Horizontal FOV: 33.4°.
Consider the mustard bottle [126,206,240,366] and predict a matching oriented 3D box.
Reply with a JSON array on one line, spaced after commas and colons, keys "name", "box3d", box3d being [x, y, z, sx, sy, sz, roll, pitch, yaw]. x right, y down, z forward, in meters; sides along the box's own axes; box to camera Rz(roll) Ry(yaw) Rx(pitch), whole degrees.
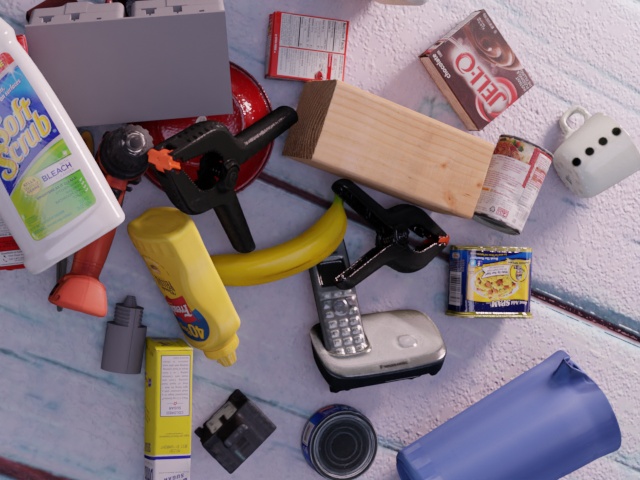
[{"name": "mustard bottle", "box3d": [-0.133, 0.058, 1.134, 0.058, 0.096, 0.191, -40, 123, -26]}]

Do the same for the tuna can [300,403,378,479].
[{"name": "tuna can", "box3d": [0.023, 0.233, 1.228, 0.086, 0.034, 0.086, -1, 94, -16]}]

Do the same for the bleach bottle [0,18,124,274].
[{"name": "bleach bottle", "box3d": [-0.276, -0.101, 0.933, 0.102, 0.068, 0.251, -33, 100, -11]}]

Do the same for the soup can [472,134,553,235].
[{"name": "soup can", "box3d": [0.222, -0.064, 1.250, 0.068, 0.069, 0.102, 24, 87, -16]}]

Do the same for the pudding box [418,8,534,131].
[{"name": "pudding box", "box3d": [0.182, -0.197, 1.245, 0.090, 0.039, 0.113, -40, 103, -10]}]

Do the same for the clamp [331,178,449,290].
[{"name": "clamp", "box3d": [0.075, 0.006, 1.198, 0.171, 0.039, 0.120, 14, 83, -35]}]

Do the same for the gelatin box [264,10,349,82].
[{"name": "gelatin box", "box3d": [-0.015, -0.213, 1.191, 0.089, 0.030, 0.073, 4, 91, -17]}]

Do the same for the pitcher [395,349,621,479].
[{"name": "pitcher", "box3d": [0.217, 0.247, 1.247, 0.242, 0.145, 0.149, -27, 89, -9]}]

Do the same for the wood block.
[{"name": "wood block", "box3d": [0.075, -0.100, 1.180, 0.205, 0.091, 0.090, 19, 89, -23]}]

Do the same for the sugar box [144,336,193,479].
[{"name": "sugar box", "box3d": [-0.165, 0.196, 1.140, 0.048, 0.093, 0.176, 3, 92, -16]}]

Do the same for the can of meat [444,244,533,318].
[{"name": "can of meat", "box3d": [0.199, 0.048, 1.257, 0.102, 0.057, 0.084, 2, 91, -17]}]

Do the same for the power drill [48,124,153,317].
[{"name": "power drill", "box3d": [-0.213, -0.019, 1.056, 0.057, 0.185, 0.187, 19, 82, -13]}]

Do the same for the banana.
[{"name": "banana", "box3d": [-0.046, 0.012, 1.180, 0.197, 0.070, 0.037, -26, 142, -10]}]

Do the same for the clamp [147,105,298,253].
[{"name": "clamp", "box3d": [-0.096, -0.078, 1.069, 0.036, 0.209, 0.164, 21, 90, 28]}]

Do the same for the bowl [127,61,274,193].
[{"name": "bowl", "box3d": [-0.126, -0.121, 1.138, 0.162, 0.055, 0.162, 0, 91, -7]}]
